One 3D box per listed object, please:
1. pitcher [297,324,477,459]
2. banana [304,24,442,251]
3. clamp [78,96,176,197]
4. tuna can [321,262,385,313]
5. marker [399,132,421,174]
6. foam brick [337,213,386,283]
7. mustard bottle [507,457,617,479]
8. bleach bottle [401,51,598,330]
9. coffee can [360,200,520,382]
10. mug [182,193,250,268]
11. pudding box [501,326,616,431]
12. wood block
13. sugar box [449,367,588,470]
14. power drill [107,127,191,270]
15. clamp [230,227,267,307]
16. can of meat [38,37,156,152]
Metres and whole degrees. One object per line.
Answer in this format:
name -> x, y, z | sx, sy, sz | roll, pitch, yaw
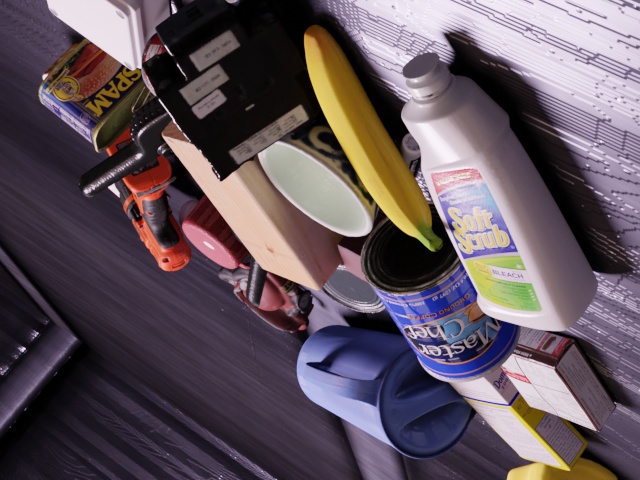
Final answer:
pitcher -> 0.060, 0.168, 1.287 | 0.149, 0.144, 0.243 | 58, 159, -19
banana -> 0.041, -0.080, 0.847 | 0.198, 0.037, 0.070 | 58, 164, -5
clamp -> -0.164, -0.102, 1.094 | 0.210, 0.164, 0.036 | 120, 133, -64
tuna can -> 0.038, 0.039, 1.148 | 0.086, 0.033, 0.086 | 21, 150, 13
marker -> 0.070, -0.058, 0.912 | 0.020, 0.020, 0.121 | 36, 161, 8
foam brick -> 0.065, 0.014, 1.041 | 0.078, 0.053, 0.051 | 30, 160, 28
mustard bottle -> 0.278, 0.298, 1.286 | 0.096, 0.058, 0.192 | 10, 163, -5
bleach bottle -> 0.122, -0.037, 0.803 | 0.103, 0.068, 0.250 | 14, 148, 48
coffee can -> 0.110, 0.047, 0.956 | 0.103, 0.102, 0.140 | 21, 154, 43
mug -> -0.098, -0.015, 1.229 | 0.093, 0.081, 0.117 | 18, 153, 46
pudding box -> 0.225, 0.131, 1.041 | 0.090, 0.039, 0.113 | 14, 152, 50
wood block -> -0.050, -0.056, 1.032 | 0.091, 0.090, 0.206 | 20, 154, 42
sugar box -> 0.205, 0.176, 1.172 | 0.176, 0.048, 0.093 | 49, 159, -19
power drill -> -0.222, -0.072, 1.322 | 0.184, 0.057, 0.188 | 55, 165, 25
clamp -> -0.058, 0.001, 1.170 | 0.171, 0.120, 0.039 | 55, -173, -32
can of meat -> -0.229, -0.157, 1.111 | 0.084, 0.102, 0.057 | 38, 160, 9
